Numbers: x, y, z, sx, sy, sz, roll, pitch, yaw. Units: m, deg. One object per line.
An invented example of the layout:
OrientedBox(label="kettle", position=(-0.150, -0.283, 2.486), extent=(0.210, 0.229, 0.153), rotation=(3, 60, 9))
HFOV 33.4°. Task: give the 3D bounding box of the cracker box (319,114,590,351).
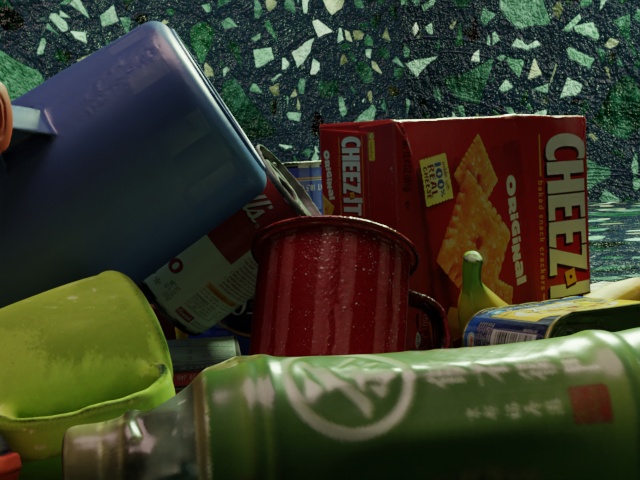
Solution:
OrientedBox(label="cracker box", position=(0.098, 0.000, 0.708), extent=(0.213, 0.164, 0.072), rotation=(-7, 7, -44))

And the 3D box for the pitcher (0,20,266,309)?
OrientedBox(label="pitcher", position=(-0.157, -0.012, 0.553), extent=(0.243, 0.145, 0.149), rotation=(-34, 13, 1))

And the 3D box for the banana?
OrientedBox(label="banana", position=(0.144, 0.050, 0.666), extent=(0.197, 0.070, 0.037), rotation=(7, 28, -45))

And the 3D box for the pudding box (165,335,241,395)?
OrientedBox(label="pudding box", position=(-0.088, 0.081, 0.602), extent=(0.090, 0.039, 0.113), rotation=(-3, 5, -5))

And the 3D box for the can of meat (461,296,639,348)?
OrientedBox(label="can of meat", position=(0.138, 0.061, 0.575), extent=(0.102, 0.057, 0.084), rotation=(-5, 2, -25))

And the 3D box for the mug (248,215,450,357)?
OrientedBox(label="mug", position=(0.016, 0.046, 0.570), extent=(0.117, 0.081, 0.093), rotation=(15, -28, -20))

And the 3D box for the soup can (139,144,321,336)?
OrientedBox(label="soup can", position=(-0.054, 0.001, 0.633), extent=(0.102, 0.068, 0.068), rotation=(-38, -1, 9))
